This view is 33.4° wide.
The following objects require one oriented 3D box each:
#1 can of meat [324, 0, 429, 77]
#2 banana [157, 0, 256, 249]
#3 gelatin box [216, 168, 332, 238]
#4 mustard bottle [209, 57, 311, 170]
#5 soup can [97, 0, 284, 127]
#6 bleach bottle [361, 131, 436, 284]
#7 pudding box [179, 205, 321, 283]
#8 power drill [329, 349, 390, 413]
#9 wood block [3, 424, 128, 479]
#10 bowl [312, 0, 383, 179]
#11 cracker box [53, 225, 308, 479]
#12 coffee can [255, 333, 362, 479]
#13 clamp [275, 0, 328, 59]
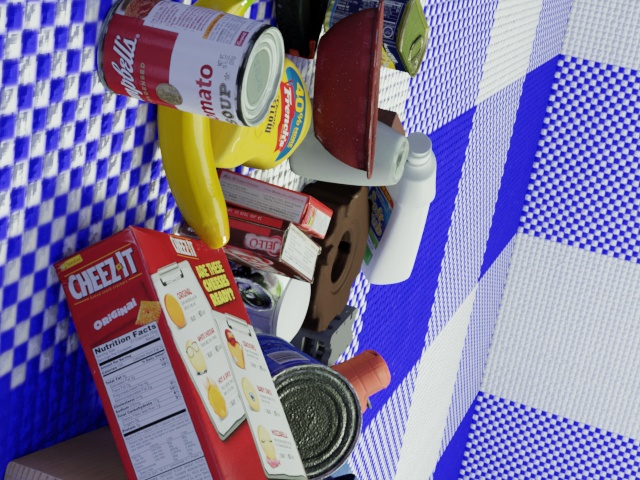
[{"bbox_3d":[0.058,-0.213,1.082,0.102,0.084,0.057,42,65,-71],"label":"can of meat"},{"bbox_3d":[-0.084,-0.093,0.761,0.037,0.070,0.198,-33,137,-67],"label":"banana"},{"bbox_3d":[-0.042,-0.031,0.918,0.073,0.089,0.030,31,77,-72],"label":"gelatin box"},{"bbox_3d":[-0.051,-0.106,0.876,0.191,0.058,0.096,-7,107,-72],"label":"mustard bottle"},{"bbox_3d":[-0.082,-0.116,0.689,0.068,0.102,0.068,16,90,-73],"label":"soup can"},{"bbox_3d":[0.089,-0.047,1.227,0.251,0.068,0.102,101,-21,-60],"label":"bleach bottle"},{"bbox_3d":[-0.056,0.001,0.901,0.113,0.090,0.039,35,71,-73],"label":"pudding box"},{"bbox_3d":[-0.012,0.187,1.170,0.184,0.057,0.187,-26,169,-5],"label":"power drill"},{"bbox_3d":[-0.145,0.196,0.795,0.205,0.091,0.090,-4,109,-73],"label":"wood block"},{"bbox_3d":[0.025,-0.137,0.964,0.162,0.055,0.162,4,89,-86],"label":"bowl"},{"bbox_3d":[-0.089,0.106,0.741,0.214,0.072,0.164,68,12,11],"label":"cracker box"},{"bbox_3d":[-0.036,0.145,0.945,0.140,0.102,0.103,16,-90,69],"label":"coffee can"},{"bbox_3d":[-0.005,-0.261,0.920,0.164,0.036,0.210,-58,159,-48],"label":"clamp"}]
